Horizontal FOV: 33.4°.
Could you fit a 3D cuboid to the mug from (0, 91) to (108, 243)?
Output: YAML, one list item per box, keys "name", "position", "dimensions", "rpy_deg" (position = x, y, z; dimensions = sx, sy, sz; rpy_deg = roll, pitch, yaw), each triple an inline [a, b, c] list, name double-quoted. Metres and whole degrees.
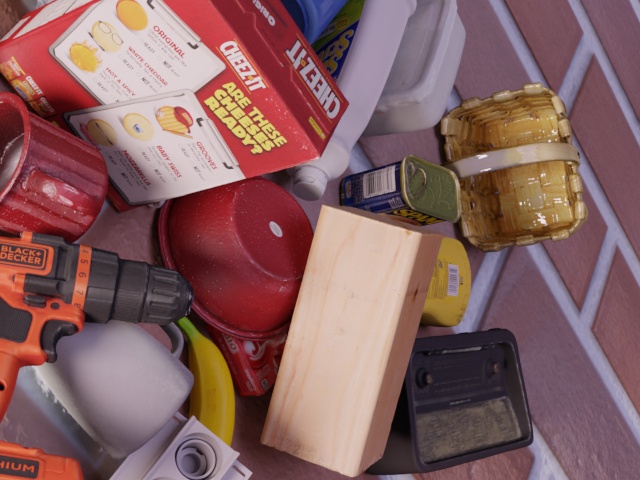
- name: "mug"
  position: [-0.193, -0.041, 0.729]
  dimensions: [0.081, 0.117, 0.093]
  rpy_deg: [29, 82, -49]

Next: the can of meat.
- name: "can of meat"
  position: [0.082, -0.044, 1.094]
  dimensions: [0.101, 0.084, 0.057]
  rpy_deg: [14, 69, -49]

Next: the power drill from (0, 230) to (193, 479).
- name: "power drill"
  position: [-0.176, 0.082, 0.678]
  dimensions: [0.184, 0.057, 0.187]
  rpy_deg: [9, 52, -13]

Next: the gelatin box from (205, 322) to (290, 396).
- name: "gelatin box"
  position: [-0.051, 0.084, 0.934]
  dimensions: [0.089, 0.030, 0.073]
  rpy_deg: [-39, 109, -50]

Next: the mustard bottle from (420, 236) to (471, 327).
- name: "mustard bottle"
  position: [0.081, 0.035, 1.091]
  dimensions: [0.191, 0.058, 0.096]
  rpy_deg: [12, 79, -49]

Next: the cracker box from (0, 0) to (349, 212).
- name: "cracker box"
  position: [-0.111, -0.116, 0.768]
  dimensions: [0.164, 0.214, 0.072]
  rpy_deg: [53, 45, -28]

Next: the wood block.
- name: "wood block"
  position: [0.028, 0.081, 0.906]
  dimensions: [0.090, 0.090, 0.206]
  rpy_deg: [-1, 107, -71]

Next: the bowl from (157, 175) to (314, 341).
- name: "bowl"
  position: [-0.056, 0.001, 0.904]
  dimensions: [0.161, 0.055, 0.162]
  rpy_deg: [24, 51, -34]

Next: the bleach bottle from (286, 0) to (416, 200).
- name: "bleach bottle"
  position: [0.022, -0.147, 1.033]
  dimensions: [0.068, 0.103, 0.250]
  rpy_deg: [40, 50, -33]

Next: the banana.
- name: "banana"
  position: [-0.103, 0.161, 0.847]
  dimensions: [0.069, 0.037, 0.197]
  rpy_deg: [18, 61, -22]
